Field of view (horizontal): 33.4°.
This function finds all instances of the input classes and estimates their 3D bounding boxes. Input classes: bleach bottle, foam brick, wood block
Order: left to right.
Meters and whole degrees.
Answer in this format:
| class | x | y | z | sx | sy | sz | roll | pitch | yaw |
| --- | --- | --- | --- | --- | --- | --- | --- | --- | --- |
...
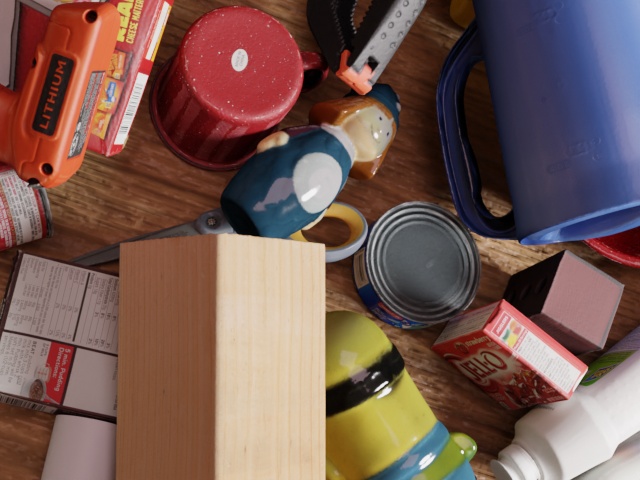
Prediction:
| class | x | y | z | sx | sy | sz | roll | pitch | yaw |
| --- | --- | --- | --- | --- | --- | --- | --- | --- | --- |
| wood block | -0.057 | 0.103 | 0.616 | 0.090 | 0.091 | 0.206 | 6 | 81 | -48 |
| foam brick | 0.162 | 0.048 | 0.741 | 0.051 | 0.078 | 0.053 | 30 | 67 | -9 |
| bleach bottle | 0.222 | 0.098 | 0.748 | 0.250 | 0.103 | 0.068 | -31 | 83 | -17 |

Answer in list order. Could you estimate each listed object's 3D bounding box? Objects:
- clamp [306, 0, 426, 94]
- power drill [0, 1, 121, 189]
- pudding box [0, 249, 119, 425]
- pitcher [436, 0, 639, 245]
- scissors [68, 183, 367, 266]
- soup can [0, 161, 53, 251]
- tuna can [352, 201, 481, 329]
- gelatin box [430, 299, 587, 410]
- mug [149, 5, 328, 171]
| class | x | y | z | sx | sy | sz | roll | pitch | yaw |
| --- | --- | --- | --- | --- | --- | --- | --- | --- | --- |
| clamp | 0.044 | -0.198 | 0.713 | 0.036 | 0.165 | 0.210 | 31 | 53 | -43 |
| power drill | -0.208 | -0.118 | 0.576 | 0.187 | 0.057 | 0.184 | 17 | 102 | 0 |
| pudding box | -0.143 | 0.063 | 0.656 | 0.113 | 0.039 | 0.090 | 16 | 71 | -17 |
| pitcher | 0.159 | -0.120 | 0.711 | 0.149 | 0.145 | 0.243 | -10 | 80 | -15 |
| scissors | -0.055 | 0.001 | 0.701 | 0.201 | 0.016 | 0.096 | -31 | 66 | -23 |
| soup can | -0.219 | -0.019 | 0.635 | 0.102 | 0.069 | 0.068 | -19 | 83 | -22 |
| tuna can | 0.066 | 0.018 | 0.740 | 0.086 | 0.034 | 0.086 | 5 | 75 | -18 |
| gelatin box | 0.123 | 0.079 | 0.713 | 0.073 | 0.089 | 0.030 | 39 | 69 | -6 |
| mug | -0.049 | -0.104 | 0.706 | 0.117 | 0.082 | 0.093 | -10 | 80 | -21 |
